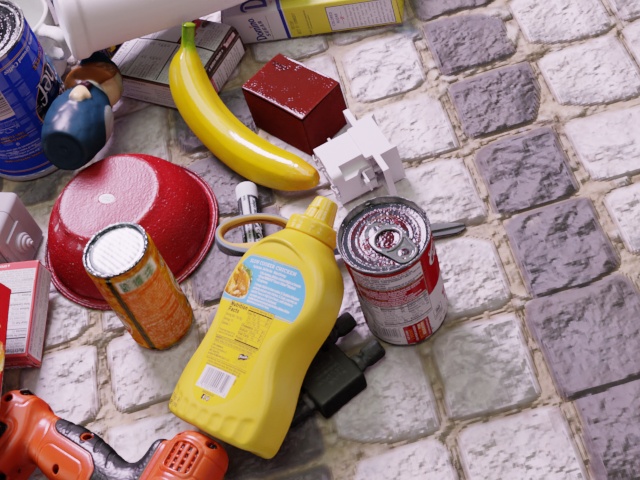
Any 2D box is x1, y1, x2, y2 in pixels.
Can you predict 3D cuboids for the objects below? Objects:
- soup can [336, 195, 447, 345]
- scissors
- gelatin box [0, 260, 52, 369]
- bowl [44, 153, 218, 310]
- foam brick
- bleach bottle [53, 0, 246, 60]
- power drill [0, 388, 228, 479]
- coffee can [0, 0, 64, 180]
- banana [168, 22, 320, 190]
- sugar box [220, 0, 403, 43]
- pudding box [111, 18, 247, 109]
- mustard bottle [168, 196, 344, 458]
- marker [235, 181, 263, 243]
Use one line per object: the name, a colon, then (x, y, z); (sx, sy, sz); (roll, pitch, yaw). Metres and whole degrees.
soup can: (0.055, 0.025, 0.789); (0.068, 0.102, 0.068); (-8, 52, 10)
scissors: (0.011, 0.016, 0.850); (0.202, 0.016, 0.096); (5, 54, 9)
gelatin box: (-0.267, 0.064, 0.891); (0.073, 0.030, 0.089); (-6, 64, 12)
bowl: (-0.173, -0.022, 0.920); (0.162, 0.055, 0.162); (-8, 52, 11)
foam brick: (-0.022, -0.122, 0.954); (0.078, 0.051, 0.053); (32, 67, 32)
bleach bottle: (-0.118, -0.239, 0.986); (0.250, 0.068, 0.103); (-17, 37, -12)
power drill: (-0.179, 0.198, 0.759); (0.188, 0.057, 0.184); (18, 61, 25)
coffee can: (-0.292, -0.138, 0.986); (0.103, 0.140, 0.103); (-8, 52, 10)
banana: (-0.079, -0.102, 0.941); (0.037, 0.070, 0.198); (-27, 69, -40)
sugar box: (-0.007, -0.247, 1.047); (0.176, 0.048, 0.093); (-4, 53, 12)
pudding box: (-0.142, -0.175, 1.037); (0.114, 0.039, 0.090); (15, 62, 28)
mustard bottle: (-0.035, 0.055, 0.783); (0.096, 0.058, 0.191); (16, 77, 45)
marker: (-0.056, 0.001, 0.892); (0.020, 0.020, 0.121); (-15, 51, 5)
